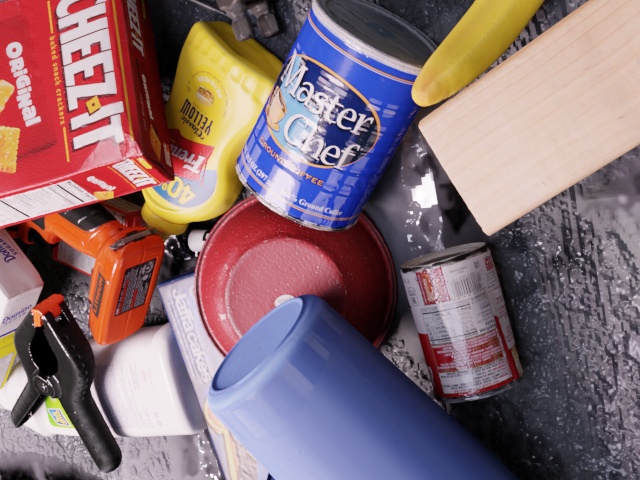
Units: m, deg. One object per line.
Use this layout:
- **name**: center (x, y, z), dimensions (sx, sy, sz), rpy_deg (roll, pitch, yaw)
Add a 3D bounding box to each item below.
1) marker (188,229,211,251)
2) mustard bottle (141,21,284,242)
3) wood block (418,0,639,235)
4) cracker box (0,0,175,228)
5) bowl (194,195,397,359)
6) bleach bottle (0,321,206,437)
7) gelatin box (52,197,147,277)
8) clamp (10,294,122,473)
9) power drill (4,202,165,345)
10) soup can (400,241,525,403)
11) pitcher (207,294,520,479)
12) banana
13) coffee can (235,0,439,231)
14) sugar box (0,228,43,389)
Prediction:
- **marker**: center (-0.056, 0.001, 0.882), dimensions (0.121, 0.020, 0.020), rpy_deg (1, 103, 30)
- **mustard bottle**: center (-0.099, -0.074, 0.865), dimensions (0.096, 0.058, 0.192), rpy_deg (41, 119, 19)
- **wood block**: center (0.178, -0.098, 0.679), dimensions (0.206, 0.090, 0.090), rpy_deg (-34, 84, 32)
- **cracker box**: center (-0.235, -0.104, 0.841), dimensions (0.214, 0.072, 0.164), rpy_deg (-14, 73, 11)
- **bowl**: center (-0.023, 0.040, 0.816), dimensions (0.162, 0.055, 0.162), rpy_deg (1, 96, 6)
- **bleach bottle**: center (-0.208, 0.129, 0.979), dimensions (0.251, 0.068, 0.102), rpy_deg (-7, 100, 34)
- **gelatin box**: center (-0.197, -0.005, 0.956), dimensions (0.089, 0.030, 0.073), rpy_deg (21, 112, 28)
- **clamp**: center (-0.234, 0.119, 0.924), dimensions (0.120, 0.039, 0.171), rpy_deg (8, 120, 24)
- **power drill**: center (-0.226, 0.005, 0.920), dimensions (0.188, 0.057, 0.185), rpy_deg (37, 128, 22)
- **soup can**: center (0.103, 0.059, 0.776), dimensions (0.069, 0.068, 0.102), rpy_deg (-13, 95, 32)
- **pitcher**: center (0.030, 0.161, 0.758), dimensions (0.242, 0.149, 0.145), rpy_deg (46, 162, -13)
- **banana**: center (0.124, -0.171, 0.696), dimensions (0.037, 0.069, 0.198), rpy_deg (39, 105, 34)
- **coffee can**: center (0.013, -0.092, 0.769), dimensions (0.103, 0.102, 0.140), rpy_deg (38, 118, 17)
- **sugar box**: center (-0.305, 0.060, 0.951), dimensions (0.093, 0.048, 0.176), rpy_deg (49, 134, 14)
